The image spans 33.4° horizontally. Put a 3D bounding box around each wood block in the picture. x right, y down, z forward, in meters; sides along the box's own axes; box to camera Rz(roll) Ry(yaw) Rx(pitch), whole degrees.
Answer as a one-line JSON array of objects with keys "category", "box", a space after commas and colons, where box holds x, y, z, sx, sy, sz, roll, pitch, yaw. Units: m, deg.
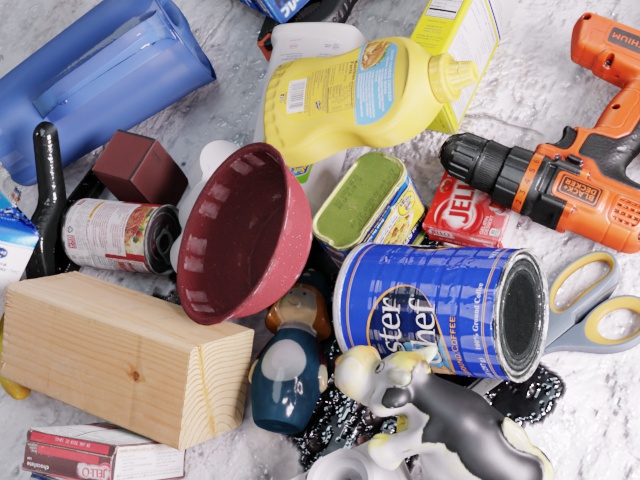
[{"category": "wood block", "box": [-0.171, 0.099, 0.927, 0.206, 0.090, 0.091, 15, 104, 30]}]

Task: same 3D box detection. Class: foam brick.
[{"category": "foam brick", "box": [-0.176, -0.064, 1.053, 0.051, 0.078, 0.053, 15, 66, 30]}]

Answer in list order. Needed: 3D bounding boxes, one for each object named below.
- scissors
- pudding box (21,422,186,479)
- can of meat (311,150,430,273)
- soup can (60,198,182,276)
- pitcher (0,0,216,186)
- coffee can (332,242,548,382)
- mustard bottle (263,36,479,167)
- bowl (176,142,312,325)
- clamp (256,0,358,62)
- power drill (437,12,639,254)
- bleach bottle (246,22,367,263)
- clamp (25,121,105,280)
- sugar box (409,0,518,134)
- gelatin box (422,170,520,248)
[{"category": "scissors", "box": [0.183, 0.094, 0.845, 0.096, 0.016, 0.201, 34, 78, 34]}, {"category": "pudding box", "box": [-0.176, 0.178, 0.886, 0.090, 0.113, 0.039, 6, 87, 25]}, {"category": "can of meat", "box": [0.045, -0.016, 0.927, 0.058, 0.084, 0.102, 27, 74, 33]}, {"category": "soup can", "box": [-0.190, -0.004, 1.029, 0.102, 0.068, 0.068, 6, 63, 26]}, {"category": "pitcher", "box": [-0.240, -0.161, 1.101, 0.243, 0.149, 0.145, -33, 54, 6]}, {"category": "coffee can", "box": [0.095, 0.054, 0.840, 0.141, 0.102, 0.102, 2, 62, 33]}, {"category": "mustard bottle", "box": [0.044, -0.124, 0.913, 0.192, 0.058, 0.096, -9, 62, 31]}, {"category": "bowl", "box": [-0.056, 0.001, 0.903, 0.162, 0.055, 0.162, -32, 47, 42]}, {"category": "clamp", "box": [0.021, -0.263, 1.111, 0.165, 0.036, 0.210, 29, 74, 38]}, {"category": "power drill", "box": [0.214, -0.097, 0.898, 0.184, 0.057, 0.187, 25, 73, 10]}, {"category": "bleach bottle", "box": [-0.026, -0.088, 1.014, 0.103, 0.068, 0.250, 4, 65, 25]}, {"category": "clamp", "box": [-0.252, -0.023, 1.063, 0.039, 0.120, 0.171, 5, 84, 30]}, {"category": "sugar box", "box": [0.131, -0.198, 0.993, 0.048, 0.093, 0.176, 13, 66, 28]}, {"category": "gelatin box", "box": [0.139, -0.036, 0.932, 0.073, 0.030, 0.089, 14, 67, 29]}]
